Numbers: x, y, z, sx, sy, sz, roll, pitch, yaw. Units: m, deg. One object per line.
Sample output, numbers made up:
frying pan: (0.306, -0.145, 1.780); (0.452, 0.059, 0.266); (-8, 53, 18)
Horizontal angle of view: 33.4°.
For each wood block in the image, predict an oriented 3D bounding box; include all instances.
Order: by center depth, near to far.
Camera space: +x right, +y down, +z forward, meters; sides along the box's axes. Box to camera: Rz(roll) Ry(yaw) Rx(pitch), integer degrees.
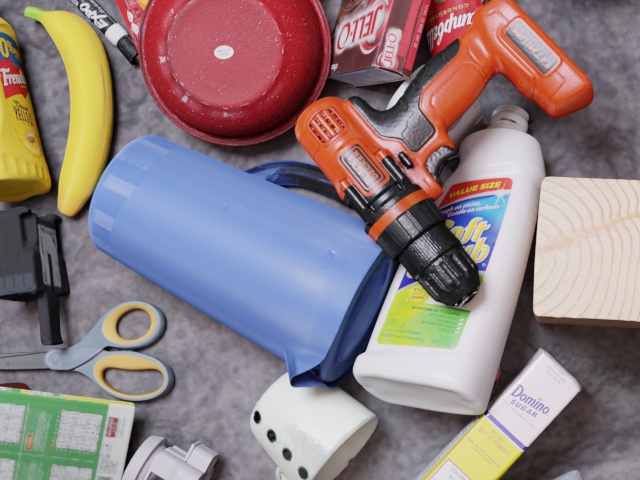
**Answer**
wood block: (0.200, 0.015, 0.758); (0.091, 0.206, 0.090); (3, 85, 13)

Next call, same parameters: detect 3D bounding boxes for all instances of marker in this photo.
marker: (-0.199, -0.201, 0.960); (0.020, 0.020, 0.121); (-45, 78, 4)

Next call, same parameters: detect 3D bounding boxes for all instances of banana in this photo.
banana: (-0.215, -0.123, 0.950); (0.070, 0.037, 0.198); (-15, 80, 28)

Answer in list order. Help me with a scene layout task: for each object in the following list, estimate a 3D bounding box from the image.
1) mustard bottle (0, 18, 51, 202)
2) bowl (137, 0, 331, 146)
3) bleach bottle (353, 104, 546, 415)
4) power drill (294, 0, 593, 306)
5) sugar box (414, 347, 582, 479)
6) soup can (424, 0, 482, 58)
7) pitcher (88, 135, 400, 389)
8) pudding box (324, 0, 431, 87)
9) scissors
mustard bottle: (-0.288, -0.133, 0.933); (0.058, 0.096, 0.191); (-17, 81, 10)
bowl: (-0.073, -0.153, 0.855); (0.162, 0.055, 0.162); (1, 101, 4)
bleach bottle: (0.110, 0.005, 0.826); (0.103, 0.068, 0.250); (4, 62, 32)
power drill: (0.101, -0.070, 0.766); (0.187, 0.057, 0.184); (-39, 78, 0)
sugar box: (0.126, 0.160, 0.818); (0.048, 0.093, 0.176); (45, 95, 10)
soup can: (0.113, -0.197, 0.868); (0.068, 0.068, 0.102); (-13, 81, 10)
pitcher: (-0.056, 0.001, 0.863); (0.243, 0.149, 0.145); (26, 104, 17)
pudding box: (0.046, -0.173, 0.859); (0.039, 0.114, 0.090); (18, 87, -20)
scissors: (-0.220, 0.087, 0.939); (0.202, 0.016, 0.096); (13, 86, 13)
